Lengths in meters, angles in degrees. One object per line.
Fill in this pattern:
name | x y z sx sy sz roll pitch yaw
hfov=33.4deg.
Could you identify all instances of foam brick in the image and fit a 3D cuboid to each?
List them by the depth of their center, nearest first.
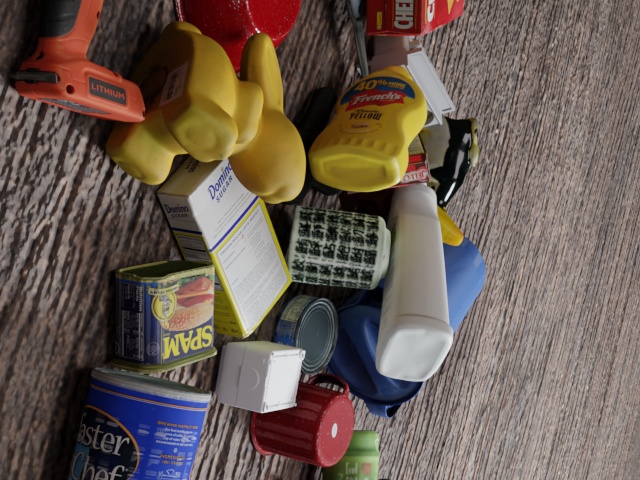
foam brick | 0.063 -0.034 1.250 0.051 0.053 0.078 -53 138 -38

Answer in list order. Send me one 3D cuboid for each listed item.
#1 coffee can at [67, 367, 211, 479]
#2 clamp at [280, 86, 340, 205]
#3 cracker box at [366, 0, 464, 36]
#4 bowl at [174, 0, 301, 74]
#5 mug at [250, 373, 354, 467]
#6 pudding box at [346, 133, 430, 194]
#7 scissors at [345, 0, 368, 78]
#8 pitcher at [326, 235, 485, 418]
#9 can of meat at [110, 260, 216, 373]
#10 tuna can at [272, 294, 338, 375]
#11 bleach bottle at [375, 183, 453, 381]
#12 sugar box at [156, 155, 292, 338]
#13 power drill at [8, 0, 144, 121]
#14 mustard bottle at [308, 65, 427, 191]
coffee can | -0.157 0.186 0.896 0.102 0.103 0.140 21 80 -59
clamp | -0.019 -0.094 1.106 0.171 0.039 0.120 -28 115 -65
cracker box | 0.111 -0.322 1.189 0.213 0.072 0.164 -44 136 -65
bowl | -0.064 -0.232 0.983 0.161 0.055 0.162 -21 116 -55
mug | -0.011 0.189 1.160 0.117 0.082 0.093 -49 137 -41
pudding box | 0.069 -0.089 1.167 0.113 0.090 0.039 -91 173 -67
scissors | 0.041 -0.266 1.135 0.201 0.016 0.096 65 41 -53
pitcher | 0.110 0.091 1.297 0.145 0.149 0.242 48 40 0
can of meat | -0.137 0.064 0.943 0.101 0.058 0.084 -11 105 -57
tuna can | -0.017 0.103 1.173 0.086 0.034 0.086 -22 117 -55
bleach bottle | 0.100 0.021 1.147 0.103 0.068 0.250 108 -10 -50
sugar box | -0.088 -0.002 1.016 0.093 0.048 0.176 -52 135 -39
power drill | -0.163 -0.191 0.831 0.184 0.057 0.187 9 87 -55
mustard bottle | 0.060 -0.128 1.118 0.191 0.096 0.058 -64 149 -47
